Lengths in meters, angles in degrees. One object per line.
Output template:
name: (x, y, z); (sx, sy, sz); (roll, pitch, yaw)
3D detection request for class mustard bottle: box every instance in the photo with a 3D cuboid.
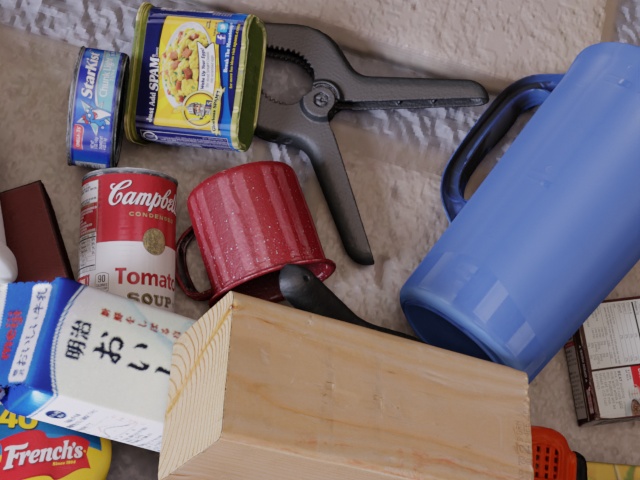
mustard bottle: (-0.185, 0.150, 0.692); (0.096, 0.058, 0.191); (10, 51, -19)

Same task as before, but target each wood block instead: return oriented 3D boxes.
wood block: (0.018, 0.110, 0.644); (0.205, 0.091, 0.090); (17, 57, -24)

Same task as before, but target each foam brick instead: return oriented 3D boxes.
foam brick: (-0.206, 0.006, 0.746); (0.051, 0.053, 0.078); (-17, 80, -11)

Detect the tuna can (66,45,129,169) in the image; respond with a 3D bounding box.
tuna can: (-0.158, -0.093, 0.760); (0.033, 0.086, 0.086); (7, 76, -7)

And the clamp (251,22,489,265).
clamp: (0.000, -0.091, 0.803); (0.210, 0.036, 0.164); (28, 81, 4)

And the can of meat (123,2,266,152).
can of meat: (-0.089, -0.116, 0.769); (0.084, 0.057, 0.102); (7, 90, 11)

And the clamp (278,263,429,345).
clamp: (0.024, 0.071, 0.730); (0.171, 0.120, 0.039); (20, 64, -6)

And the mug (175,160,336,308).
mug: (-0.055, 0.001, 0.756); (0.117, 0.093, 0.081); (-26, 73, 24)

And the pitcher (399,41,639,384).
pitcher: (0.161, -0.018, 0.760); (0.145, 0.149, 0.242); (45, 74, -8)

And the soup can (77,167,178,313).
soup can: (-0.135, 0.007, 0.747); (0.068, 0.068, 0.102); (1, 76, -7)
